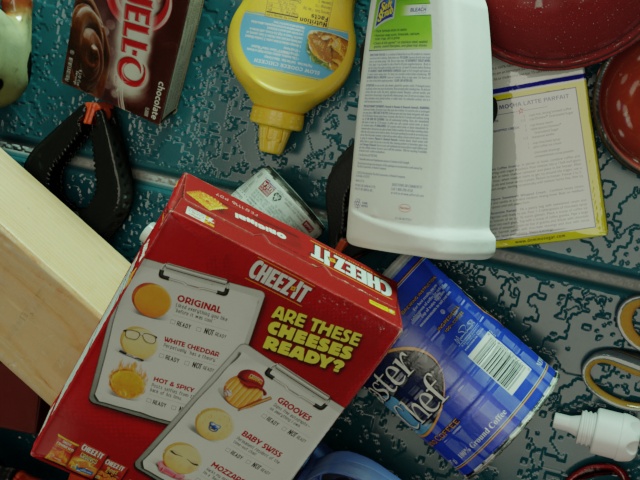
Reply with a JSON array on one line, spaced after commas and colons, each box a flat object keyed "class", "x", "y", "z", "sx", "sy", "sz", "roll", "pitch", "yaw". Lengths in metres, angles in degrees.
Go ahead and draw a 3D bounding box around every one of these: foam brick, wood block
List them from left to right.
[{"class": "wood block", "x": -0.230, "y": 0.019, "z": 0.805, "sx": 0.206, "sy": 0.090, "sz": 0.090, "roll": 41, "pitch": 109, "yaw": 3}, {"class": "foam brick", "x": -0.232, "y": 0.117, "z": 0.856, "sx": 0.051, "sy": 0.078, "sz": 0.053, "roll": 11, "pitch": 97, "yaw": 10}]

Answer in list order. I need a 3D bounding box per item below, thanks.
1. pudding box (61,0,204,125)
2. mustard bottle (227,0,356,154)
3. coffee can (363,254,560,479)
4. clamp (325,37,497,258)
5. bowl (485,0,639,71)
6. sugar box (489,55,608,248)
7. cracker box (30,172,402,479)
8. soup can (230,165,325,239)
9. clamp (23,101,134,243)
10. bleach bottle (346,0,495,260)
[{"class": "pudding box", "x": -0.143, "y": -0.157, "z": 0.817, "sx": 0.090, "sy": 0.039, "sz": 0.114, "roll": 25, "pitch": 123, "yaw": 10}, {"class": "mustard bottle", "x": -0.018, "y": -0.159, "z": 0.796, "sx": 0.096, "sy": 0.058, "sz": 0.192, "roll": 11, "pitch": 97, "yaw": -3}, {"class": "coffee can", "x": 0.085, "y": 0.086, "z": 0.770, "sx": 0.140, "sy": 0.102, "sz": 0.103, "roll": 41, "pitch": 101, "yaw": 6}, {"class": "clamp", "x": 0.058, "y": -0.056, "z": 0.782, "sx": 0.120, "sy": 0.039, "sz": 0.171, "roll": 30, "pitch": 114, "yaw": 38}, {"class": "bowl", "x": 0.158, "y": -0.198, "z": 0.715, "sx": 0.162, "sy": 0.055, "sz": 0.162, "roll": -5, "pitch": 76, "yaw": 19}, {"class": "sugar box", "x": 0.150, "y": -0.085, "z": 0.773, "sx": 0.093, "sy": 0.048, "sz": 0.176, "roll": -7, "pitch": 90, "yaw": 16}, {"class": "cracker box", "x": -0.070, "y": 0.085, "z": 0.710, "sx": 0.164, "sy": 0.072, "sz": 0.214, "roll": 27, "pitch": 115, "yaw": -12}, {"class": "soup can", "x": -0.055, "y": 0.001, "z": 0.803, "sx": 0.102, "sy": 0.068, "sz": 0.068, "roll": -42, "pitch": 85, "yaw": -2}, {"class": "clamp", "x": -0.196, "y": -0.006, "z": 0.859, "sx": 0.164, "sy": 0.036, "sz": 0.210, "roll": 27, "pitch": 103, "yaw": 8}, {"class": "bleach bottle", "x": 0.074, "y": -0.117, "z": 0.704, "sx": 0.103, "sy": 0.067, "sz": 0.251, "roll": 9, "pitch": 97, "yaw": 44}]
